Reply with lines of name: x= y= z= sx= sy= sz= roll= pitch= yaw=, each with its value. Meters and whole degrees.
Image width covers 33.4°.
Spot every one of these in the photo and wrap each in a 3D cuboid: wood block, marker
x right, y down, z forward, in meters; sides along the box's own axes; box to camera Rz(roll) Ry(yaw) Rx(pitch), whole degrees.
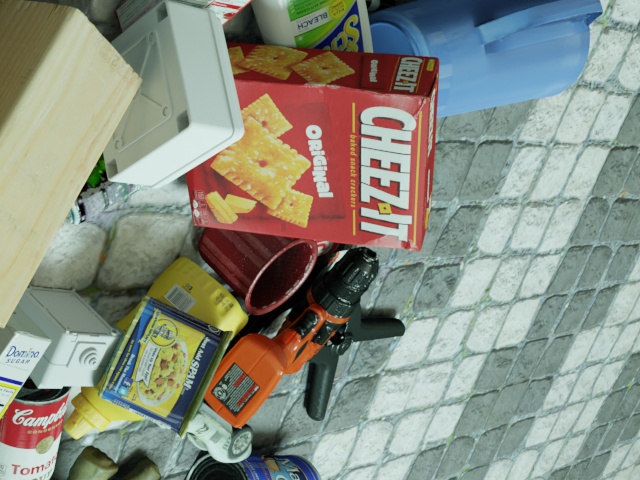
wood block: x=-0.225 y=-0.058 z=0.744 sx=0.206 sy=0.091 sz=0.090 roll=-64 pitch=146 yaw=-17
marker: x=0.030 y=-0.228 z=0.999 sx=0.120 sy=0.020 sz=0.020 roll=-1 pitch=119 yaw=-48

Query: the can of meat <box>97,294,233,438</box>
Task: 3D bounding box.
can of meat: x=-0.135 y=0.108 z=0.927 sx=0.102 sy=0.084 sz=0.057 roll=-65 pitch=-175 yaw=-8

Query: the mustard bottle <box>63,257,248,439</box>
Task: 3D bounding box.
mustard bottle: x=-0.164 y=0.109 z=0.993 sx=0.191 sy=0.096 sz=0.058 roll=-45 pitch=146 yaw=-12

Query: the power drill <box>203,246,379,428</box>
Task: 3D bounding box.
power drill: x=-0.027 y=0.096 z=1.066 sx=0.185 sy=0.057 sz=0.187 roll=-54 pitch=169 yaw=32

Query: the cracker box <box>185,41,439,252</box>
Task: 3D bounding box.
cracker box: x=-0.011 y=-0.080 z=0.916 sx=0.072 sy=0.214 sz=0.164 roll=-71 pitch=164 yaw=-48

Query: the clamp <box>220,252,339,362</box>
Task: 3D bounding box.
clamp: x=-0.051 y=0.064 z=1.133 sx=0.171 sy=0.039 sz=0.120 roll=-32 pitch=156 yaw=-30

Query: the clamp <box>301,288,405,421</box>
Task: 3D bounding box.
clamp: x=0.026 y=0.110 z=1.255 sx=0.164 sy=0.036 sz=0.210 roll=-42 pitch=144 yaw=-16

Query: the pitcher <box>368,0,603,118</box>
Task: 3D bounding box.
pitcher: x=0.153 y=-0.192 z=1.053 sx=0.242 sy=0.145 sz=0.149 roll=-20 pitch=137 yaw=-39

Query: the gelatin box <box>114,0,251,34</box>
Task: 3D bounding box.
gelatin box: x=-0.105 y=-0.187 z=0.837 sx=0.073 sy=0.030 sz=0.089 roll=-1 pitch=157 yaw=-48

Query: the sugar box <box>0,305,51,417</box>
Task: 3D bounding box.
sugar box: x=-0.299 y=0.125 z=0.859 sx=0.048 sy=0.093 sz=0.176 roll=25 pitch=98 yaw=-54

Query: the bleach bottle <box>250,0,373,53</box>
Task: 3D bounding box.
bleach bottle: x=0.009 y=-0.161 z=0.952 sx=0.102 sy=0.068 sz=0.251 roll=-30 pitch=129 yaw=-13

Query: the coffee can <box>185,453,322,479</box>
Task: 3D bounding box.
coffee can: x=-0.076 y=0.299 z=1.241 sx=0.140 sy=0.103 sz=0.103 roll=18 pitch=105 yaw=-52

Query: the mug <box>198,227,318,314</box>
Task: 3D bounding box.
mug: x=-0.057 y=0.001 z=1.022 sx=0.093 sy=0.082 sz=0.117 roll=-2 pitch=129 yaw=-59

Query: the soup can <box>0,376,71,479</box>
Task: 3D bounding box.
soup can: x=-0.264 y=0.163 z=0.951 sx=0.068 sy=0.069 sz=0.102 roll=-10 pitch=127 yaw=-44
